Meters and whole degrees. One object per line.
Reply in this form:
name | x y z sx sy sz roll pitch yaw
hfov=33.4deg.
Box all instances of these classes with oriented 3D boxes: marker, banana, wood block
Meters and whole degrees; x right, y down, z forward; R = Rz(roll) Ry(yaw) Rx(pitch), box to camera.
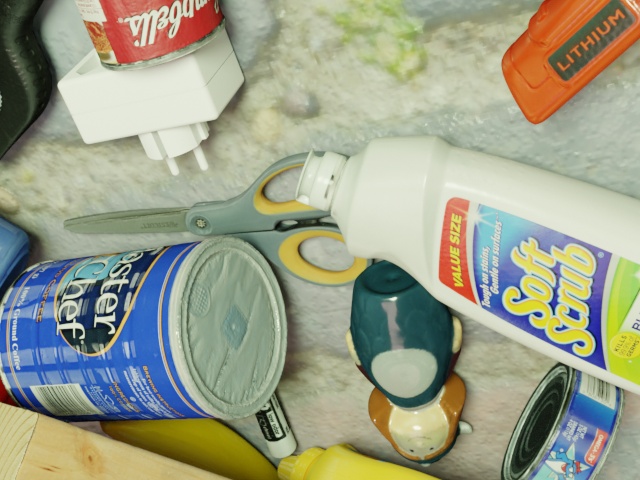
marker | -0.042 0.092 0.697 0.020 0.020 0.121 -6 122 22
banana | -0.065 0.164 0.724 0.037 0.069 0.197 -24 113 40
wood block | -0.105 0.168 0.617 0.205 0.090 0.091 27 164 -33

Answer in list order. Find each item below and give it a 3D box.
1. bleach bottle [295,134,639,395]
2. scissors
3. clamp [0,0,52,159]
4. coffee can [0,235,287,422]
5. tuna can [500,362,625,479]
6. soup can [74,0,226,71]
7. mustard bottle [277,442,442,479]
bleach bottle | 0.107 0.012 0.557 0.251 0.068 0.103 19 123 3
scissors | -0.054 0.001 0.639 0.202 0.016 0.096 -17 117 28
clamp | -0.179 -0.116 0.586 0.120 0.039 0.171 10 132 17
coffee can | -0.105 0.055 0.629 0.141 0.102 0.103 -7 121 32
tuna can | 0.137 0.112 0.609 0.034 0.086 0.086 27 128 1
soup can | -0.093 -0.143 0.519 0.069 0.068 0.102 -5 122 21
mustard bottle | 0.048 0.170 0.673 0.192 0.058 0.096 12 157 40
